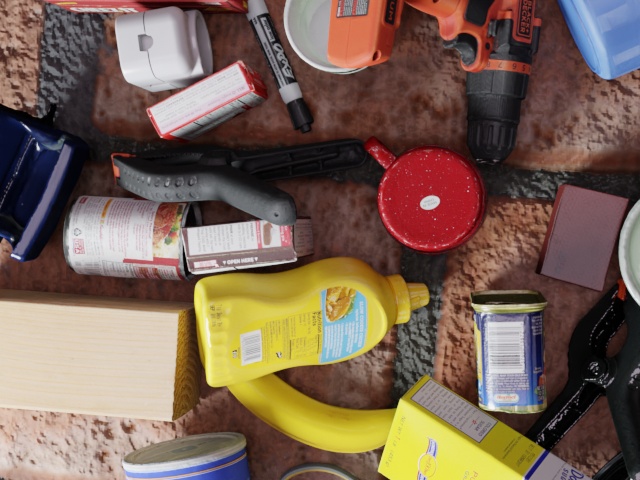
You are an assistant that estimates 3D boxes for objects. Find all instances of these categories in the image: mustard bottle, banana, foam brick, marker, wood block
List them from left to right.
[{"bbox_3d":[-0.210,0.093,0.898,0.206,0.090,0.091,3,92,8],"label":"wood block"},{"bbox_3d":[-0.034,-0.148,0.904,0.020,0.020,0.121,-23,88,7],"label":"marker"},{"bbox_3d":[-0.016,0.134,0.904,0.198,0.037,0.069,20,67,4],"label":"banana"},{"bbox_3d":[-0.004,0.060,0.867,0.191,0.058,0.096,-9,127,-13],"label":"mustard bottle"},{"bbox_3d":[0.209,-0.003,0.860,0.053,0.051,0.078,16,93,7],"label":"foam brick"}]

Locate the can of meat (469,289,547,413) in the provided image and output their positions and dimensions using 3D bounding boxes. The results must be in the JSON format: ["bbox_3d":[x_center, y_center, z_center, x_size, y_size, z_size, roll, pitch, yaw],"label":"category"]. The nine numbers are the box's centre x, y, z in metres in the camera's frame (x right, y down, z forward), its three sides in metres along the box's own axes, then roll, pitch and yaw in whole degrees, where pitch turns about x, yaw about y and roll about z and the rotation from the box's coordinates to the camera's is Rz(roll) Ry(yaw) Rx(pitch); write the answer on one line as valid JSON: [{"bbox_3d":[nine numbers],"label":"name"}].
[{"bbox_3d":[0.149,0.086,0.846,0.057,0.102,0.084,-2,93,7],"label":"can of meat"}]

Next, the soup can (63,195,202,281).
[{"bbox_3d":[-0.157,-0.002,0.900,0.102,0.068,0.068,3,92,8],"label":"soup can"}]

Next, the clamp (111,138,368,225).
[{"bbox_3d":[-0.073,-0.057,0.875,0.210,0.164,0.036,7,113,29],"label":"clamp"}]

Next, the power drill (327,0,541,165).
[{"bbox_3d":[0.092,-0.156,0.818,0.057,0.187,0.184,6,92,49],"label":"power drill"}]

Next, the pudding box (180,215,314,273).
[{"bbox_3d":[-0.056,0.001,0.864,0.090,0.113,0.039,-7,92,6],"label":"pudding box"}]

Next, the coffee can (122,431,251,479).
[{"bbox_3d":[-0.101,0.239,0.882,0.103,0.102,0.140,-9,91,7],"label":"coffee can"}]

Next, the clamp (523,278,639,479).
[{"bbox_3d":[0.230,0.114,0.833,0.120,0.039,0.171,15,76,46],"label":"clamp"}]

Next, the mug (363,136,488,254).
[{"bbox_3d":[0.081,-0.042,0.860,0.093,0.081,0.117,-45,86,6],"label":"mug"}]

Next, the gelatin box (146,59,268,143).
[{"bbox_3d":[-0.091,-0.115,0.885,0.089,0.073,0.030,-27,88,7],"label":"gelatin box"}]

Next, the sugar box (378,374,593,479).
[{"bbox_3d":[0.135,0.191,0.836,0.176,0.048,0.093,32,133,24],"label":"sugar box"}]
